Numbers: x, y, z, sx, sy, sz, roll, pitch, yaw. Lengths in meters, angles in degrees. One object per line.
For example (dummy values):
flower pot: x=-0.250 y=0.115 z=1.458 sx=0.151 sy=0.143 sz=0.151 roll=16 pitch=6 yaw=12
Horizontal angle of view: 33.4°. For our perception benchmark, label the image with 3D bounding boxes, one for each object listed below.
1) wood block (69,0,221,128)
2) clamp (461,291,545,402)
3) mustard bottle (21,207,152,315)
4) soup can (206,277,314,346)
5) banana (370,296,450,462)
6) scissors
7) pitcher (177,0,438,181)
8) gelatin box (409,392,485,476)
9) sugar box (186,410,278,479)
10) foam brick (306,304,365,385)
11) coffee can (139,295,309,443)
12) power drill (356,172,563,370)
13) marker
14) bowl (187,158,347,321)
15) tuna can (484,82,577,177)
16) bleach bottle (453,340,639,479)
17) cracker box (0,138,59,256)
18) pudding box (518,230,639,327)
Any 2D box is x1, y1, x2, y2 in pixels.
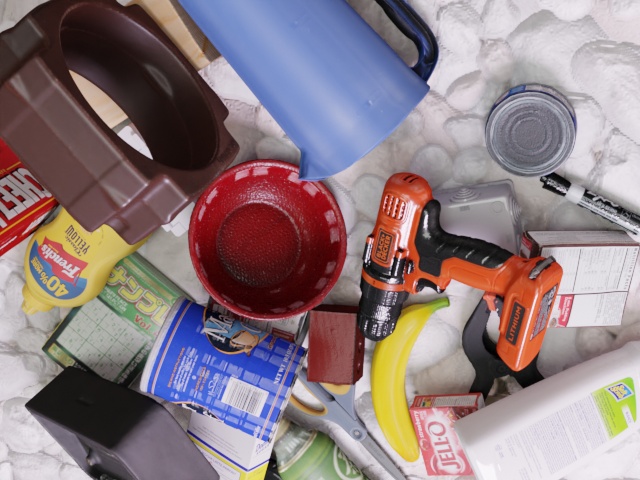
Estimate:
wood block: x=-0.199 y=-0.169 z=1.055 sx=0.206 sy=0.090 sz=0.090 roll=-29 pitch=102 yaw=22
clamp: x=0.199 y=0.129 z=1.092 sx=0.120 sy=0.039 sz=0.171 roll=0 pitch=115 yaw=12
mustard bottle: x=-0.268 y=0.016 z=1.160 sx=0.096 sy=0.058 sz=0.192 roll=48 pitch=116 yaw=6
soup can: x=-0.063 y=0.074 z=1.124 sx=0.102 sy=0.068 sz=0.068 roll=17 pitch=113 yaw=8
banana: x=0.086 y=0.147 z=1.129 sx=0.070 sy=0.037 sz=0.198 roll=13 pitch=113 yaw=10
scissors: x=0.045 y=0.191 z=1.168 sx=0.202 sy=0.016 sz=0.096 roll=35 pitch=115 yaw=0
pitcher: x=-0.016 y=-0.189 z=0.981 sx=0.243 sy=0.149 sz=0.145 roll=48 pitch=126 yaw=-7
gelatin box: x=0.139 y=0.204 z=1.112 sx=0.073 sy=0.030 sz=0.089 roll=-6 pitch=114 yaw=23
sugar box: x=-0.106 y=0.243 z=1.164 sx=0.093 sy=0.048 sz=0.176 roll=28 pitch=112 yaw=28
foam brick: x=0.017 y=0.108 z=1.114 sx=0.051 sy=0.053 sz=0.078 roll=4 pitch=95 yaw=12
coffee can: x=-0.095 y=0.128 z=1.064 sx=0.140 sy=0.102 sz=0.103 roll=22 pitch=114 yaw=2
power drill: x=0.122 y=0.047 z=1.006 sx=0.188 sy=0.057 sz=0.184 roll=26 pitch=125 yaw=25
marker: x=0.266 y=-0.034 z=1.023 sx=0.121 sy=0.020 sz=0.020 roll=27 pitch=114 yaw=3
bowl: x=-0.057 y=0.001 z=1.078 sx=0.162 sy=0.055 sz=0.162 roll=2 pitch=84 yaw=-14
tuna can: x=0.198 y=-0.103 z=1.007 sx=0.086 sy=0.033 sz=0.086 roll=5 pitch=111 yaw=13
bleach bottle: x=0.263 y=0.172 z=1.051 sx=0.251 sy=0.068 sz=0.102 roll=-25 pitch=112 yaw=1
cracker box: x=-0.392 y=-0.076 z=1.101 sx=0.213 sy=0.164 sz=0.072 roll=45 pitch=116 yaw=-4
pudding box: x=0.242 y=0.037 z=1.022 sx=0.113 sy=0.039 sz=0.090 roll=-1 pitch=113 yaw=-19
